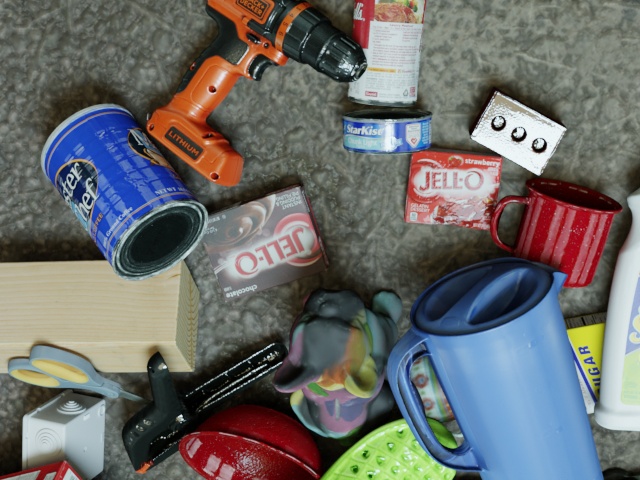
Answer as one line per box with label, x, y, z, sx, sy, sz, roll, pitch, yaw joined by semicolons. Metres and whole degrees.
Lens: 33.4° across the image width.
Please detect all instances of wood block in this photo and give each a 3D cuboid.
wood block;-0.232;0.077;1.064;0.206;0.090;0.091;-1;64;6

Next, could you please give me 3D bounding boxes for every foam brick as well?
foam brick;0.187;-0.104;1.016;0.078;0.051;0.053;27;104;-1

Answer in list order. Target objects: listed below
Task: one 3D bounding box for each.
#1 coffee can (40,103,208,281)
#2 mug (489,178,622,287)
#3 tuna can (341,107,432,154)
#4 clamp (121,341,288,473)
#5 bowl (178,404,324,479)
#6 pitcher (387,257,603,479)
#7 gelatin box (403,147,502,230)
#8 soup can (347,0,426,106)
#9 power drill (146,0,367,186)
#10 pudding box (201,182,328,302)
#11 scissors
coffee can;-0.186;-0.047;1.011;0.103;0.102;0.140;-46;63;13
mug;0.218;-0.008;1.014;0.117;0.093;0.081;11;108;-8
tuna can;0.063;-0.104;1.012;0.086;0.086;0.034;0;104;6
clamp;-0.148;0.169;1.074;0.210;0.164;0.036;-46;57;28
bowl;-0.060;0.214;1.086;0.162;0.055;0.162;15;146;10
pitcher;0.172;0.151;0.987;0.149;0.144;0.243;-9;114;29
gelatin box;0.129;-0.051;1.045;0.089;0.030;0.073;6;103;4
soup can;0.062;-0.181;1.004;0.068;0.068;0.102;5;104;4
power drill;-0.067;-0.148;1.009;0.184;0.057;0.188;37;103;20
pudding box;-0.057;0.001;1.071;0.113;0.039;0.090;-17;101;9
scissors;-0.233;0.149;1.082;0.096;0.201;0.016;-8;60;27
